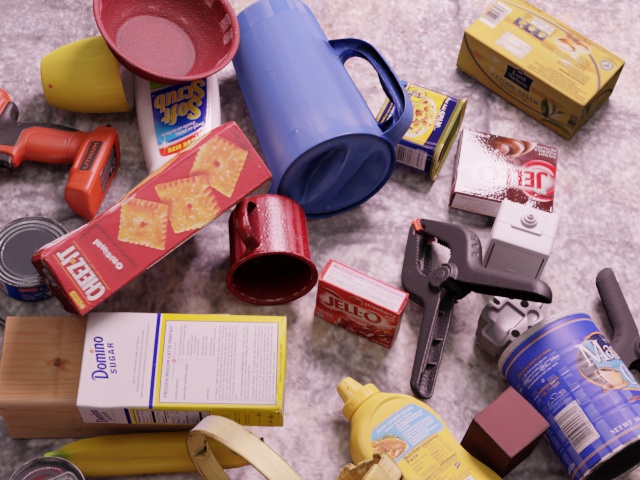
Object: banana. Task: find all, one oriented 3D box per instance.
[{"bbox_3d":[-0.153,0.197,0.974,0.197,0.070,0.037,-1,95,-14],"label":"banana"}]

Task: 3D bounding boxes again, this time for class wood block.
[{"bbox_3d":[-0.187,0.127,1.001,0.206,0.090,0.091,0,58,-4],"label":"wood block"}]

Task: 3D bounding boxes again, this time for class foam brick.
[{"bbox_3d":[0.170,0.183,0.998,0.053,0.078,0.051,-34,67,-23],"label":"foam brick"}]

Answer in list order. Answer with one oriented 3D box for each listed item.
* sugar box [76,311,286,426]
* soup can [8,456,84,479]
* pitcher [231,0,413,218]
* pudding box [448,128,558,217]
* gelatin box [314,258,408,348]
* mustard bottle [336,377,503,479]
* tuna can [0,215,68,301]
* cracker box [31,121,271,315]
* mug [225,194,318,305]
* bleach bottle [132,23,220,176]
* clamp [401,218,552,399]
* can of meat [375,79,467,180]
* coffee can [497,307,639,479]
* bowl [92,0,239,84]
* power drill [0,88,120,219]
[{"bbox_3d":[-0.118,0.113,0.935,0.176,0.048,0.093,1,59,1],"label":"sugar box"},{"bbox_3d":[-0.230,0.237,0.919,0.068,0.102,0.068,2,57,-3],"label":"soup can"},{"bbox_3d":[-0.011,-0.159,1.172,0.149,0.145,0.243,-7,54,-23],"label":"pitcher"},{"bbox_3d":[0.204,-0.070,1.185,0.113,0.039,0.090,11,58,3],"label":"pudding box"},{"bbox_3d":[0.039,0.064,1.066,0.089,0.073,0.030,23,58,10],"label":"gelatin box"},{"bbox_3d":[0.084,0.200,0.991,0.096,0.058,0.192,-29,63,-34],"label":"mustard bottle"},{"bbox_3d":[-0.295,0.019,1.095,0.086,0.034,0.086,2,57,-3],"label":"tuna can"},{"bbox_3d":[-0.166,-0.020,1.011,0.213,0.164,0.072,-37,98,-16],"label":"cracker box"},{"bbox_3d":[-0.057,0.001,1.080,0.093,0.117,0.081,-20,51,17],"label":"mug"},{"bbox_3d":[-0.149,-0.125,1.183,0.102,0.068,0.251,-6,61,-13],"label":"bleach bottle"},{"bbox_3d":[0.139,0.040,1.065,0.165,0.036,0.210,-36,37,21],"label":"clamp"},{"bbox_3d":[0.108,-0.127,1.205,0.084,0.057,0.102,21,58,12],"label":"can of meat"},{"bbox_3d":[0.248,0.149,1.006,0.102,0.103,0.140,-21,58,-17],"label":"coffee can"},{"bbox_3d":[-0.171,-0.225,1.155,0.162,0.055,0.162,11,57,-19],"label":"bowl"},{"bbox_3d":[-0.322,-0.081,1.140,0.187,0.057,0.184,14,55,4],"label":"power drill"}]
